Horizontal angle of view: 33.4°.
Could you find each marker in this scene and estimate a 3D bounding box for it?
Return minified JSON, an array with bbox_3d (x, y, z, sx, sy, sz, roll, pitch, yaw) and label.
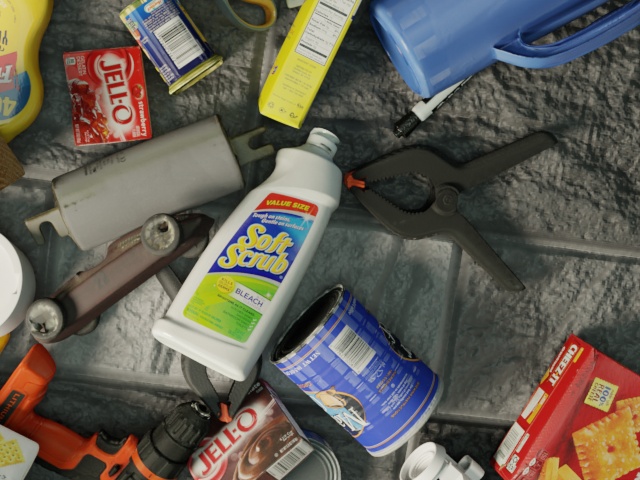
[{"bbox_3d":[0.118,-0.145,1.055,0.121,0.020,0.020,-43,100,1],"label":"marker"}]

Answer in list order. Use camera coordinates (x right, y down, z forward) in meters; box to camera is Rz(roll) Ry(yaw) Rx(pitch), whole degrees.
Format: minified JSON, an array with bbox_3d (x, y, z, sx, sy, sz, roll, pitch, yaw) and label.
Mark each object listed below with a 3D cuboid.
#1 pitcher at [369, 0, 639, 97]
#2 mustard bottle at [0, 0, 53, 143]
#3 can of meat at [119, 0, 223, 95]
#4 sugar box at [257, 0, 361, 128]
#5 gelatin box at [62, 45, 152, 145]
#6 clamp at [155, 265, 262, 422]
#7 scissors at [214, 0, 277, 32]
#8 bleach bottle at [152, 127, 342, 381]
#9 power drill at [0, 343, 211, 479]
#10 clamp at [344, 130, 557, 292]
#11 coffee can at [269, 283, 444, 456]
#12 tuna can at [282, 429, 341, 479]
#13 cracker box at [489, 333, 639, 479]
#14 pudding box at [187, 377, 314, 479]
[{"bbox_3d":[0.177,-0.230,0.992,0.243,0.149,0.145,-31,109,2],"label":"pitcher"},{"bbox_3d":[-0.304,-0.153,0.986,0.096,0.058,0.192,7,97,-6],"label":"mustard bottle"},{"bbox_3d":[-0.136,-0.184,0.980,0.057,0.102,0.084,-34,98,1],"label":"can of meat"},{"bbox_3d":[-0.003,-0.195,0.988,0.048,0.093,0.176,22,101,-11],"label":"sugar box"},{"bbox_3d":[-0.201,-0.138,1.014,0.073,0.030,0.089,-6,99,-6],"label":"gelatin box"},{"bbox_3d":[-0.108,0.089,1.042,0.120,0.039,0.171,5,81,1],"label":"clamp"},{"bbox_3d":[-0.105,-0.255,0.961,0.201,0.016,0.096,26,73,-47],"label":"scissors"},{"bbox_3d":[-0.057,0.001,1.013,0.102,0.068,0.250,27,76,0],"label":"bleach bottle"},{"bbox_3d":[-0.220,0.184,1.027,0.187,0.057,0.185,38,107,-7],"label":"power drill"},{"bbox_3d":[0.130,-0.051,1.061,0.210,0.036,0.164,17,96,-8],"label":"clamp"},{"bbox_3d":[0.036,0.126,1.041,0.140,0.103,0.103,43,91,-10],"label":"coffee can"},{"bbox_3d":[-0.024,0.236,1.084,0.086,0.034,0.086,-1,98,-7],"label":"tuna can"},{"bbox_3d":[0.310,0.221,1.101,0.213,0.072,0.164,31,94,-10],"label":"cracker box"},{"bbox_3d":[-0.074,0.205,1.047,0.113,0.090,0.039,-39,141,-2],"label":"pudding box"}]
